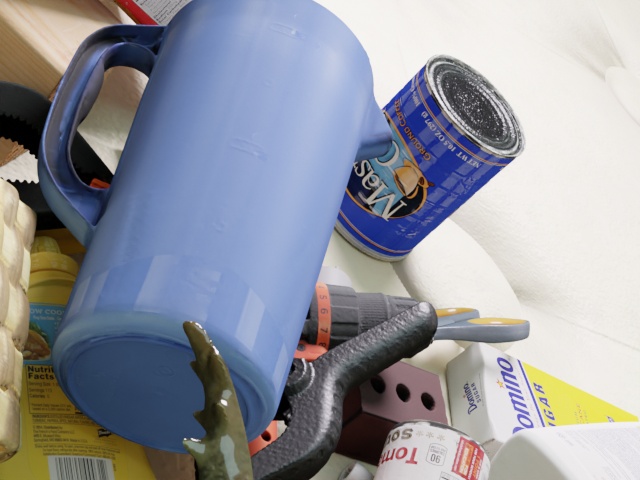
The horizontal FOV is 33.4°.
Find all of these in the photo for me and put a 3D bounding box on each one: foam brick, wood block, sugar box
[{"bbox_3d":[0.040,0.113,0.711,0.078,0.051,0.053,22,41,-31],"label":"foam brick"},{"bbox_3d":[-0.232,-0.159,0.671,0.206,0.091,0.090,44,34,-2],"label":"wood block"},{"bbox_3d":[0.180,0.152,0.825,0.176,0.048,0.093,28,39,-26],"label":"sugar box"}]

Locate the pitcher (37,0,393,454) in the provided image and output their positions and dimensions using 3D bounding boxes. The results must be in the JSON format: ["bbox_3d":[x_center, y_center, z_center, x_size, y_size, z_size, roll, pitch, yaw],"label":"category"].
[{"bbox_3d":[-0.063,-0.018,0.564,0.145,0.149,0.242,58,32,-38],"label":"pitcher"}]

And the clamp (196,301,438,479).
[{"bbox_3d":[-0.025,0.073,0.579,0.120,0.039,0.171,19,46,29],"label":"clamp"}]

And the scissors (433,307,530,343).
[{"bbox_3d":[0.088,0.069,0.772,0.201,0.096,0.016,-10,103,-64],"label":"scissors"}]

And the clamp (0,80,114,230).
[{"bbox_3d":[-0.210,-0.070,0.594,0.209,0.036,0.164,18,58,-18],"label":"clamp"}]

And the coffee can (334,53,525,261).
[{"bbox_3d":[0.078,-0.064,0.853,0.102,0.141,0.103,28,38,-25],"label":"coffee can"}]

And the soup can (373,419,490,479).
[{"bbox_3d":[0.059,0.168,0.639,0.068,0.069,0.102,35,52,-16],"label":"soup can"}]

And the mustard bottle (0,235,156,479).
[{"bbox_3d":[-0.139,0.077,0.555,0.096,0.058,0.191,11,47,-32],"label":"mustard bottle"}]

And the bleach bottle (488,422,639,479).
[{"bbox_3d":[0.233,0.175,0.758,0.250,0.068,0.103,4,36,-40],"label":"bleach bottle"}]
